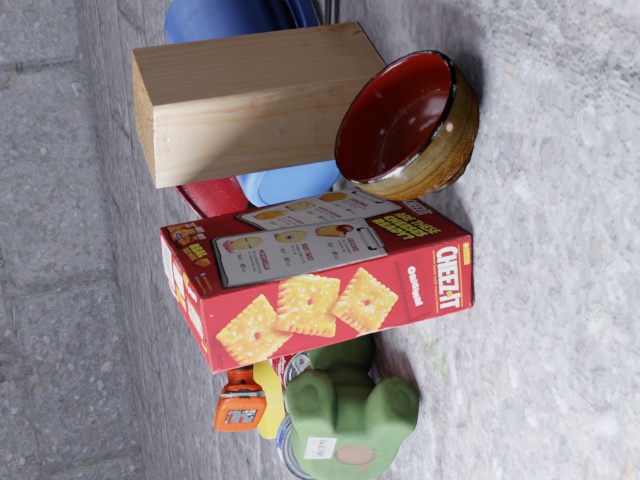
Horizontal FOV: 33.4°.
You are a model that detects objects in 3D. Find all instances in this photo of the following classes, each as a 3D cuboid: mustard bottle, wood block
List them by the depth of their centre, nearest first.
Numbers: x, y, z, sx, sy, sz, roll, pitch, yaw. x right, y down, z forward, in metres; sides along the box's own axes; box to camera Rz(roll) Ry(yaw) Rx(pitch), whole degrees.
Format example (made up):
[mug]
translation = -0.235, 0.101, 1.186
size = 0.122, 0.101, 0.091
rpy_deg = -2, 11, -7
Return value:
[wood block]
translation = -0.054, -0.120, 0.935
size = 0.091, 0.205, 0.090
rpy_deg = -116, 23, -43
[mustard bottle]
translation = -0.066, 0.156, 1.394
size = 0.096, 0.058, 0.191
rpy_deg = -64, -35, -86

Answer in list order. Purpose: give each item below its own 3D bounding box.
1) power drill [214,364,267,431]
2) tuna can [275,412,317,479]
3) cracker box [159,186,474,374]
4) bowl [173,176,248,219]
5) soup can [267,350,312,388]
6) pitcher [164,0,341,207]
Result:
[power drill]
translation = -0.106, 0.131, 1.292
size = 0.184, 0.057, 0.187
rpy_deg = 109, 156, -63
[tuna can]
translation = -0.006, 0.226, 1.200
size = 0.034, 0.086, 0.086
rpy_deg = -155, 56, -73
[cracker box]
translation = -0.008, 0.023, 0.859
size = 0.164, 0.213, 0.072
rpy_deg = -135, 36, -63
[bowl]
translation = -0.123, -0.080, 1.141
size = 0.162, 0.055, 0.162
rpy_deg = 53, -173, -10
[soup can]
translation = -0.024, 0.135, 1.234
size = 0.102, 0.068, 0.068
rpy_deg = -136, 39, -64
[pitcher]
translation = -0.059, -0.160, 1.093
size = 0.149, 0.145, 0.243
rpy_deg = 78, 169, -59
